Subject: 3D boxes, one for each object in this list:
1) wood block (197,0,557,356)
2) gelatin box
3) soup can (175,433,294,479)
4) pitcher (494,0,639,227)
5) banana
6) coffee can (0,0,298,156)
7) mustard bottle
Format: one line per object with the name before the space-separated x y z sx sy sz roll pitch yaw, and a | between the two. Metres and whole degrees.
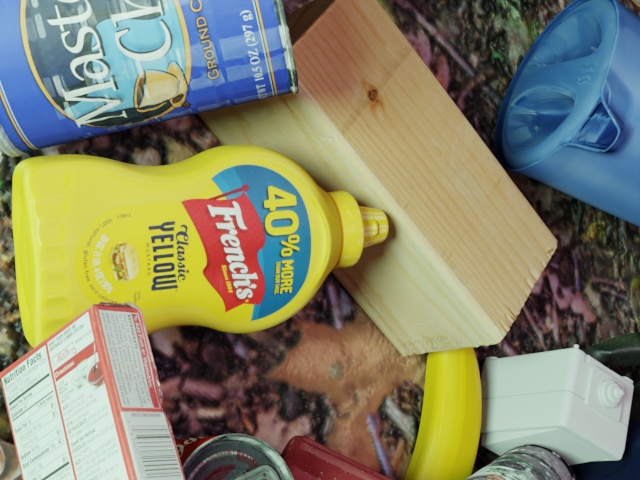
wood block | 0.037 -0.038 0.633 0.206 0.090 0.090 50 55 -18
gelatin box | -0.099 0.081 0.459 0.030 0.073 0.089 9 54 -48
soup can | -0.067 0.127 0.501 0.068 0.102 0.068 10 73 -36
pitcher | 0.254 -0.068 0.761 0.242 0.145 0.149 25 68 -17
banana | 0.061 0.137 0.642 0.069 0.037 0.197 48 54 -22
coffee can | -0.089 -0.104 0.499 0.140 0.103 0.103 -13 86 -1
mustard bottle | -0.053 0.001 0.539 0.191 0.058 0.096 -6 101 -25
